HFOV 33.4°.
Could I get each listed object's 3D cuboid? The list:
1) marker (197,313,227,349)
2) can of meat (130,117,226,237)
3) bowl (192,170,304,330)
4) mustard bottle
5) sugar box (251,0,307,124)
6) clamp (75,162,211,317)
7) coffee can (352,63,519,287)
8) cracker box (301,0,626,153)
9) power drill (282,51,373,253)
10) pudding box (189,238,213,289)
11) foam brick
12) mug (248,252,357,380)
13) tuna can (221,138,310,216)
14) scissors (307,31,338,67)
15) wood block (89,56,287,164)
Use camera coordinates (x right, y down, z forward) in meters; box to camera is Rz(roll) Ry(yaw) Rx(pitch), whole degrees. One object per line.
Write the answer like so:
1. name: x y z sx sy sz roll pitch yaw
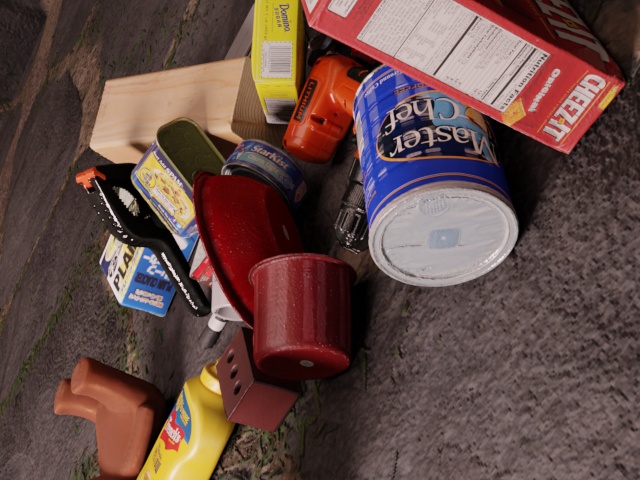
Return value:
1. marker: -0.099 0.067 1.132 0.121 0.020 0.020 -59 28 22
2. can of meat: -0.142 -0.062 1.110 0.057 0.102 0.084 -35 -5 -41
3. bowl: -0.056 0.001 0.988 0.055 0.162 0.162 -21 44 13
4. mustard bottle: -0.126 0.195 1.053 0.192 0.058 0.096 -63 22 14
5. sugar box: -0.037 -0.178 1.050 0.176 0.048 0.093 55 -142 -83
6. clamp: -0.180 -0.015 1.165 0.036 0.209 0.164 -19 60 32
7. coffee can: 0.080 -0.052 0.771 0.103 0.102 0.140 -48 33 38
8. cracker box: 0.083 -0.165 0.715 0.072 0.213 0.164 -53 31 29
9. power drill: 0.033 -0.091 0.945 0.184 0.057 0.188 -65 29 3
10. pudding box: -0.095 -0.015 1.139 0.090 0.039 0.113 -47 23 37
11. foam brick: -0.057 0.126 0.973 0.053 0.051 0.078 -58 28 23
12. mug: -0.022 0.071 0.900 0.117 0.093 0.081 -30 51 45
13. tuna can: -0.054 -0.058 1.050 0.033 0.086 0.086 -55 18 -26
14. scissors: 0.014 -0.208 1.022 0.096 0.016 0.202 -57 2 0
15. wood block: -0.145 -0.133 1.190 0.206 0.090 0.090 -2 68 35
